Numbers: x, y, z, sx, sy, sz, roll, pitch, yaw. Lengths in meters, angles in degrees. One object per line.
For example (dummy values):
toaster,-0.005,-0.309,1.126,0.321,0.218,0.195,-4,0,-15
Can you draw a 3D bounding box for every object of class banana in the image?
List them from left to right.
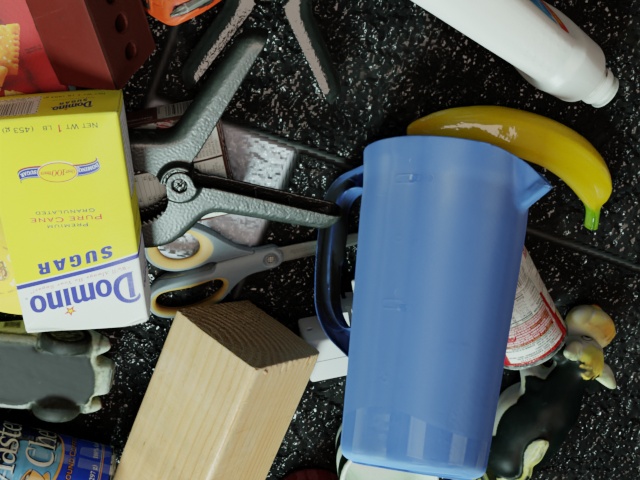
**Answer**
banana,0.167,-0.070,0.868,0.197,0.037,0.070,24,106,-18

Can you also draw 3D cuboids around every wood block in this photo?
wood block,-0.093,0.162,0.878,0.090,0.090,0.206,-4,122,-55

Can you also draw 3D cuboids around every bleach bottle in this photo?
bleach bottle,0.124,-0.177,0.793,0.250,0.102,0.068,29,114,-26

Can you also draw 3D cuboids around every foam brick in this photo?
foam brick,-0.152,-0.146,0.708,0.051,0.053,0.078,9,137,23

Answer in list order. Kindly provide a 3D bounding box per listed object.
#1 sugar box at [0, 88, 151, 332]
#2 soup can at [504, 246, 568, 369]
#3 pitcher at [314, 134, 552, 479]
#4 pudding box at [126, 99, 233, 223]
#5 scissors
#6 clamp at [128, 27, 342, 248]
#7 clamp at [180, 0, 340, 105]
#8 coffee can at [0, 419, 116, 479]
sugar box,-0.175,-0.017,0.753,0.093,0.048,0.176,-4,121,-2
soup can,0.157,0.049,0.899,0.068,0.068,0.102,-30,113,4
pitcher,0.074,0.050,0.804,0.145,0.149,0.243,11,80,-12
pudding box,-0.126,-0.055,0.828,0.113,0.039,0.090,-11,115,-2
scissors,-0.056,0.001,0.871,0.202,0.016,0.096,-25,122,2
clamp,-0.095,-0.042,0.793,0.210,0.036,0.164,-27,116,9
clamp,-0.028,-0.180,0.789,0.120,0.039,0.171,11,110,-15
coffee can,-0.251,0.203,0.880,0.140,0.103,0.103,17,109,-16
